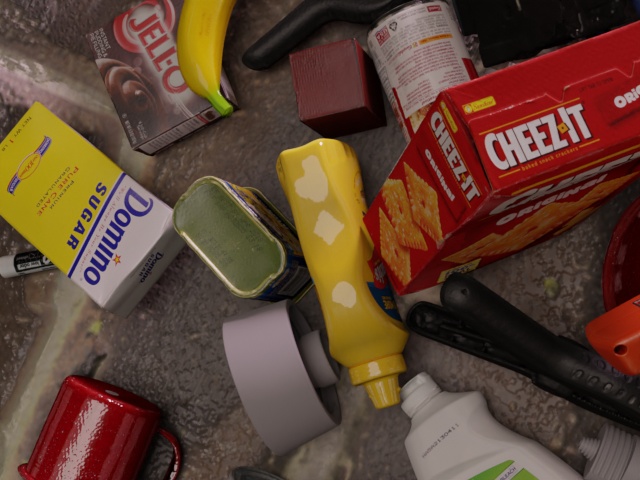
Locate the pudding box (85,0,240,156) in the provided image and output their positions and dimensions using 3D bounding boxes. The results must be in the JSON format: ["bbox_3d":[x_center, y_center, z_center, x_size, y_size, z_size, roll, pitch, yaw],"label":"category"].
[{"bbox_3d":[-0.127,-0.137,0.864,0.090,0.039,0.113,-27,78,12],"label":"pudding box"}]

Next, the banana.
[{"bbox_3d":[-0.067,-0.191,0.820,0.070,0.037,0.198,16,85,12],"label":"banana"}]

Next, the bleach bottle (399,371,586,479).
[{"bbox_3d":[0.150,0.187,0.734,0.102,0.068,0.251,-44,71,5],"label":"bleach bottle"}]

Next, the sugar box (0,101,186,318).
[{"bbox_3d":[-0.193,-0.026,0.854,0.176,0.048,0.093,37,87,27],"label":"sugar box"}]

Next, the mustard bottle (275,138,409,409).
[{"bbox_3d":[0.022,0.027,0.770,0.058,0.096,0.191,-18,79,10],"label":"mustard bottle"}]

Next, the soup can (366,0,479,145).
[{"bbox_3d":[0.081,-0.117,0.783,0.068,0.068,0.102,-23,78,14],"label":"soup can"}]

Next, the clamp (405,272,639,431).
[{"bbox_3d":[0.154,0.084,0.725,0.210,0.165,0.036,28,80,-5],"label":"clamp"}]

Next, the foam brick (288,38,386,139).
[{"bbox_3d":[0.014,-0.111,0.798,0.051,0.078,0.053,-11,82,14],"label":"foam brick"}]

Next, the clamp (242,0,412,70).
[{"bbox_3d":[0.010,-0.192,0.827,0.172,0.039,0.120,1,85,21],"label":"clamp"}]

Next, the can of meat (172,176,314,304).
[{"bbox_3d":[-0.055,0.001,0.804,0.057,0.083,0.102,-47,74,8],"label":"can of meat"}]

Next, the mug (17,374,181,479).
[{"bbox_3d":[-0.163,0.160,0.827,0.117,0.093,0.081,23,86,-13],"label":"mug"}]

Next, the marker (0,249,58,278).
[{"bbox_3d":[-0.211,0.012,0.885,0.121,0.020,0.020,-10,81,16],"label":"marker"}]

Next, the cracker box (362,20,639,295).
[{"bbox_3d":[0.130,-0.046,0.659,0.164,0.214,0.072,-21,78,-15],"label":"cracker box"}]
